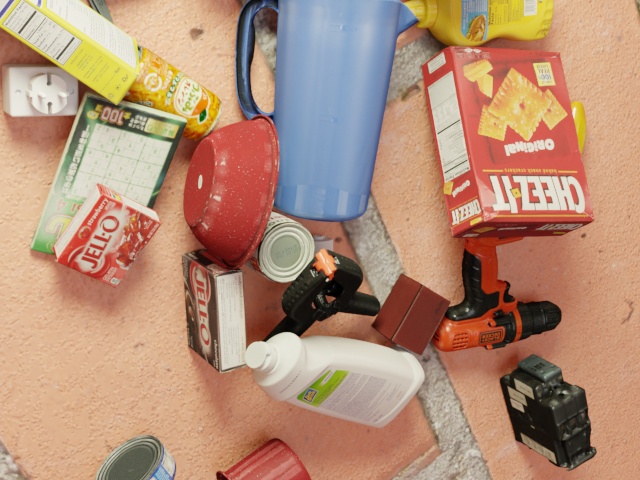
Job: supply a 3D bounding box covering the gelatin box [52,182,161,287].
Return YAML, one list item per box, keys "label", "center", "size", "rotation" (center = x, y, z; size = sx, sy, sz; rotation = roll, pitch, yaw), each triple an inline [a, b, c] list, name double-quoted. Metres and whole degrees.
- label: "gelatin box"
  center: [-0.216, -0.004, 1.079]
  size: [0.073, 0.030, 0.089]
  rotation: [28, 106, -34]

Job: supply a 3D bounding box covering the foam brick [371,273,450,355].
- label: "foam brick"
  center: [0.110, 0.090, 1.296]
  size: [0.053, 0.051, 0.078]
  rotation: [31, 88, -32]

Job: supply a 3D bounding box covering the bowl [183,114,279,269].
- label: "bowl"
  center: [-0.099, -0.054, 1.084]
  size: [0.055, 0.162, 0.162]
  rotation: [11, 98, -25]

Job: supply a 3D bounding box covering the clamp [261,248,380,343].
- label: "clamp"
  center: [-0.008, 0.073, 1.169]
  size: [0.164, 0.036, 0.210]
  rotation: [-28, 158, -8]

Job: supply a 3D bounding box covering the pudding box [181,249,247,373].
- label: "pudding box"
  center: [-0.114, 0.074, 1.150]
  size: [0.039, 0.090, 0.113]
  rotation: [-12, 109, -26]

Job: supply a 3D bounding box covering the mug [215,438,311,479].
- label: "mug"
  center: [-0.062, 0.291, 1.246]
  size: [0.081, 0.093, 0.117]
  rotation: [-32, 147, -22]

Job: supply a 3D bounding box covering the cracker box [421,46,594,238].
- label: "cracker box"
  center: [0.218, -0.114, 1.236]
  size: [0.163, 0.072, 0.214]
  rotation: [-1, 75, -28]

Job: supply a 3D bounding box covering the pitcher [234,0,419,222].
- label: "pitcher"
  center: [-0.001, -0.149, 1.138]
  size: [0.144, 0.149, 0.243]
  rotation: [-9, 112, -44]

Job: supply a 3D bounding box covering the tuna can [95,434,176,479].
- label: "tuna can"
  center: [-0.200, 0.254, 1.156]
  size: [0.086, 0.086, 0.033]
  rotation: [-39, 120, -14]

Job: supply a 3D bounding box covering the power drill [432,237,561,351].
- label: "power drill"
  center: [0.231, 0.048, 1.328]
  size: [0.184, 0.057, 0.188]
  rotation: [-9, 118, -23]

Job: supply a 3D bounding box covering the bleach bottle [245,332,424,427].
- label: "bleach bottle"
  center: [0.011, 0.147, 1.204]
  size: [0.103, 0.068, 0.250]
  rotation: [-52, 140, 11]

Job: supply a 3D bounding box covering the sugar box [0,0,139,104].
- label: "sugar box"
  center: [-0.252, -0.205, 0.994]
  size: [0.176, 0.093, 0.048]
  rotation: [31, 110, -28]

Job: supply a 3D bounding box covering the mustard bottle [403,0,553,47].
- label: "mustard bottle"
  center: [0.177, -0.271, 1.229]
  size: [0.191, 0.058, 0.096]
  rotation: [-11, 107, -25]

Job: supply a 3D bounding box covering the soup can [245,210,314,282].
- label: "soup can"
  center: [-0.058, 0.001, 1.153]
  size: [0.068, 0.102, 0.068]
  rotation: [-8, 107, -26]
